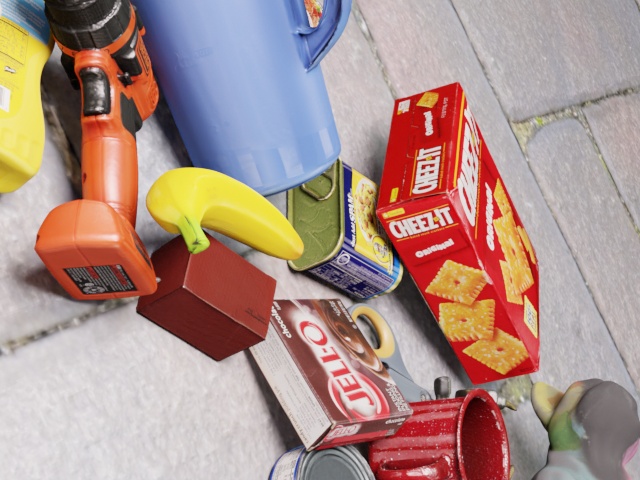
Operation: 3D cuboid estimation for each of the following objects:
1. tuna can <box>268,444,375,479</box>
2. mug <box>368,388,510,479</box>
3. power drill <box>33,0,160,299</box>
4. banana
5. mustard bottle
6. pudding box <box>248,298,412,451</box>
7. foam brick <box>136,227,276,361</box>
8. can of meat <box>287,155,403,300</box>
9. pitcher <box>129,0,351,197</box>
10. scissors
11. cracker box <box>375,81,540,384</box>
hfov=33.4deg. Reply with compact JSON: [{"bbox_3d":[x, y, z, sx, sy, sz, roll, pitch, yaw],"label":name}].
[{"bbox_3d":[0.003,0.184,0.750,0.086,0.034,0.086,29,48,-38],"label":"tuna can"},{"bbox_3d":[0.084,0.165,0.807,0.117,0.082,0.093,-16,95,-59],"label":"mug"},{"bbox_3d":[-0.136,-0.070,0.651,0.184,0.057,0.187,76,11,-67],"label":"power drill"},{"bbox_3d":[-0.065,-0.015,0.690,0.069,0.037,0.197,58,14,10],"label":"banana"},{"bbox_3d":[-0.212,-0.129,0.658,0.096,0.058,0.191,22,52,-35],"label":"mustard bottle"},{"bbox_3d":[0.003,0.094,0.773,0.089,0.039,0.113,4,43,-49],"label":"pudding box"},{"bbox_3d":[-0.077,0.038,0.728,0.078,0.051,0.053,37,44,-31],"label":"foam brick"},{"bbox_3d":[0.021,-0.010,0.875,0.083,0.058,0.102,29,48,-41],"label":"can of meat"},{"bbox_3d":[-0.059,-0.157,0.752,0.145,0.149,0.243,-23,109,-15],"label":"pitcher"},{"bbox_3d":[0.077,0.113,0.898,0.201,0.016,0.096,21,59,-42],"label":"scissors"},{"bbox_3d":[0.129,-0.006,0.937,0.213,0.072,0.164,59,27,-33],"label":"cracker box"}]
